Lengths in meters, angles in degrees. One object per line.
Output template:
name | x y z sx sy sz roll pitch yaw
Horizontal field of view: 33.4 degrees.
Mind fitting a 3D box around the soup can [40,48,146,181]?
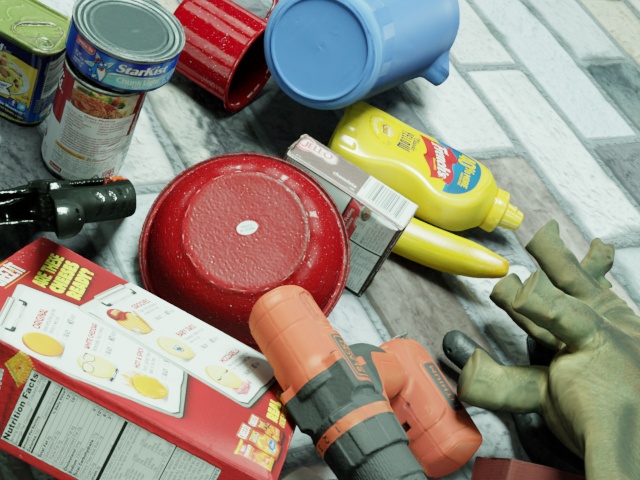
soup can | -0.178 -0.100 0.842 0.068 0.102 0.068 15 43 -15

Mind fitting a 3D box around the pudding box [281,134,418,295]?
pudding box | 0.010 -0.020 0.874 0.113 0.090 0.039 34 43 5

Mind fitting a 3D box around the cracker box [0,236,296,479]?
cracker box | -0.122 0.093 0.665 0.213 0.072 0.164 27 15 0

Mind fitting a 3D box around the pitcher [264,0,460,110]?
pitcher | 0.032 -0.203 0.989 0.149 0.145 0.242 10 21 17

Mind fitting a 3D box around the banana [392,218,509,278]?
banana | 0.066 -0.012 0.918 0.197 0.070 0.037 29 77 -9

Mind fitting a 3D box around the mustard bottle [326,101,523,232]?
mustard bottle | 0.099 -0.058 0.985 0.191 0.058 0.096 27 35 -3

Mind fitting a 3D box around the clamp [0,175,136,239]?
clamp | -0.185 -0.024 0.750 0.165 0.036 0.209 3 8 28

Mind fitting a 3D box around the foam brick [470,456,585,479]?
foam brick | 0.150 0.186 0.758 0.078 0.053 0.051 16 77 -17

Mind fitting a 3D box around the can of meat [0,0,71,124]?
can of meat | -0.256 -0.153 0.865 0.102 0.084 0.057 28 41 -1

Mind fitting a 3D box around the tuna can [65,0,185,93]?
tuna can | -0.147 -0.150 0.803 0.086 0.034 0.086 15 43 -15

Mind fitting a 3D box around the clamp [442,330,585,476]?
clamp | 0.169 0.131 0.848 0.120 0.039 0.171 1 44 -27

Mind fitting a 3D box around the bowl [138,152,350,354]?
bowl | -0.055 0.001 0.787 0.162 0.055 0.162 1 73 -4

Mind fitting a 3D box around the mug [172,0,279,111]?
mug | -0.085 -0.188 0.978 0.081 0.117 0.093 33 1 12

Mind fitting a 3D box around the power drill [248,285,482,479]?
power drill | 0.045 0.118 0.713 0.184 0.057 0.187 57 14 25
